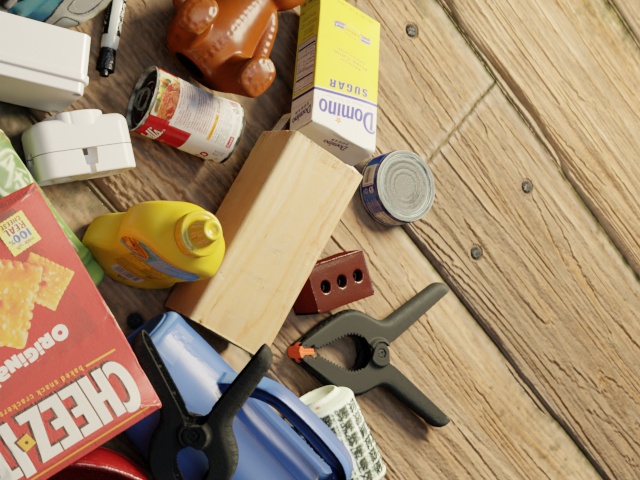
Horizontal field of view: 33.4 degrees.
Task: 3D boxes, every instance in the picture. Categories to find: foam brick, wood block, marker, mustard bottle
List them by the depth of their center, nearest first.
[{"bbox_3d":[-0.142,0.003,0.974,0.096,0.192,0.058,35,67,-24],"label":"mustard bottle"},{"bbox_3d":[-0.058,0.001,1.062,0.090,0.091,0.206,33,81,-24],"label":"wood block"},{"bbox_3d":[-0.206,-0.221,1.066,0.020,0.020,0.121,15,76,-30],"label":"marker"},{"bbox_3d":[0.009,0.046,1.148,0.078,0.051,0.053,-18,94,-33],"label":"foam brick"}]

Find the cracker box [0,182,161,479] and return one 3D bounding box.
[{"bbox_3d":[-0.251,0.084,0.848,0.163,0.072,0.214,-30,91,-33],"label":"cracker box"}]

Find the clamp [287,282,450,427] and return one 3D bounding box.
[{"bbox_3d":[0.063,0.134,1.178,0.209,0.036,0.164,-4,85,-31],"label":"clamp"}]

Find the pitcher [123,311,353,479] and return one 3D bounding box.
[{"bbox_3d":[-0.094,0.183,1.006,0.149,0.145,0.243,-42,101,-13],"label":"pitcher"}]

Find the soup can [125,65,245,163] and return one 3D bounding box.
[{"bbox_3d":[-0.135,-0.125,1.070,0.102,0.069,0.068,20,73,-30],"label":"soup can"}]

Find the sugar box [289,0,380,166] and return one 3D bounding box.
[{"bbox_3d":[0.018,-0.178,1.159,0.093,0.048,0.176,23,55,-35],"label":"sugar box"}]

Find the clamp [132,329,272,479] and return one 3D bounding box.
[{"bbox_3d":[-0.117,0.157,0.926,0.120,0.039,0.171,16,97,6],"label":"clamp"}]

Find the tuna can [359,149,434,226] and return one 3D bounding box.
[{"bbox_3d":[0.089,-0.060,1.223,0.086,0.034,0.086,5,81,-32],"label":"tuna can"}]
